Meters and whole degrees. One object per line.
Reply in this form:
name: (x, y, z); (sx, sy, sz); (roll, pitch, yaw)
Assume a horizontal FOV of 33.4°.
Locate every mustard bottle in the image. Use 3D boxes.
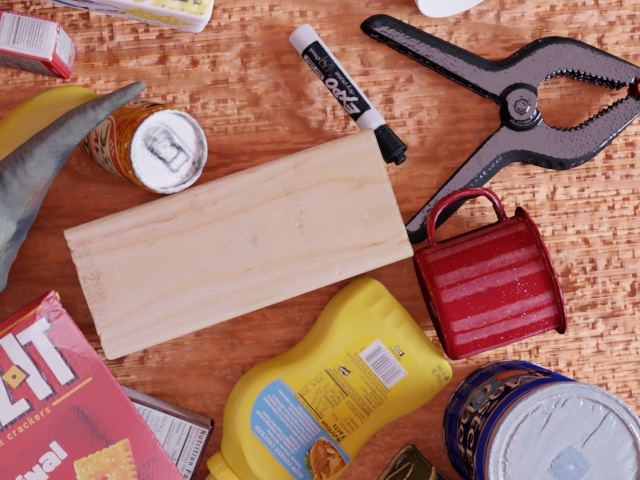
mustard bottle: (-0.009, 0.118, 0.736); (0.191, 0.058, 0.096); (-41, 105, -3)

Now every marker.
marker: (0.020, -0.101, 0.745); (0.020, 0.020, 0.121); (-36, 77, -4)

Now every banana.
banana: (-0.211, -0.036, 0.733); (0.069, 0.037, 0.198); (35, 87, -3)

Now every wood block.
wood block: (-0.055, 0.002, 0.718); (0.206, 0.091, 0.090); (-19, 92, -4)

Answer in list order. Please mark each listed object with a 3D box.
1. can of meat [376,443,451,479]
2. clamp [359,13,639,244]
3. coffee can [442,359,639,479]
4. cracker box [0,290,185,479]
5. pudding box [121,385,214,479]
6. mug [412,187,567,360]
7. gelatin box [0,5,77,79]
can of meat: (0.084, 0.192, 0.722); (0.084, 0.102, 0.057); (37, 87, -6)
clamp: (0.136, -0.082, 0.759); (0.210, 0.036, 0.164); (-2, 91, 0)
coffee can: (0.144, 0.136, 0.706); (0.102, 0.140, 0.103); (0, 90, -5)
cracker box: (-0.175, 0.163, 0.665); (0.164, 0.072, 0.213); (-35, 93, -16)
pudding box: (-0.140, 0.149, 0.737); (0.113, 0.039, 0.090); (21, 87, -6)
mug: (0.110, 0.022, 0.730); (0.081, 0.093, 0.117); (-19, 98, 0)
gelatin box: (-0.214, -0.136, 0.716); (0.089, 0.073, 0.030); (12, 88, -3)
